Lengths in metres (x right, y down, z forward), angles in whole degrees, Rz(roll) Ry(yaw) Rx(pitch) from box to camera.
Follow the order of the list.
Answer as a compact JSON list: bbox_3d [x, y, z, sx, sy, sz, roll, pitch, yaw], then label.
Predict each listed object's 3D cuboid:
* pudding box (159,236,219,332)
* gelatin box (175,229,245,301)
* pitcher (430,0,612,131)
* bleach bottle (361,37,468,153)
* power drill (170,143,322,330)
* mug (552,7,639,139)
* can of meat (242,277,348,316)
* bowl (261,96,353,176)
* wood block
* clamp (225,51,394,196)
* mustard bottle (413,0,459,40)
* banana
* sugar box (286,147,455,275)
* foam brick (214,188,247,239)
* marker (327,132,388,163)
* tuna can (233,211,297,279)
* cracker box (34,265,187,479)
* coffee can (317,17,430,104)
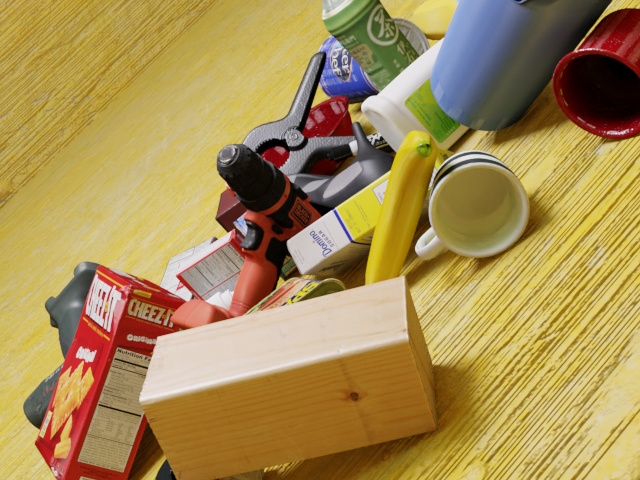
[{"bbox_3d":[-0.162,0.058,1.317,0.090,0.039,0.113,-26,34,38],"label":"pudding box"},{"bbox_3d":[-0.111,0.039,1.237,0.089,0.073,0.030,-33,23,22],"label":"gelatin box"},{"bbox_3d":[0.197,-0.218,1.023,0.243,0.149,0.145,115,150,-60],"label":"pitcher"},{"bbox_3d":[0.166,-0.198,1.177,0.250,0.102,0.068,-46,19,-8],"label":"bleach bottle"},{"bbox_3d":[-0.076,0.016,1.071,0.057,0.184,0.187,16,73,37],"label":"power drill"},{"bbox_3d":[0.273,-0.146,0.928,0.117,0.093,0.081,18,51,31],"label":"mug"},{"bbox_3d":[-0.026,0.079,1.019,0.102,0.057,0.084,-37,15,-19],"label":"can of meat"},{"bbox_3d":[-0.012,-0.115,1.393,0.162,0.055,0.162,-35,22,16],"label":"bowl"},{"bbox_3d":[-0.022,0.109,0.823,0.206,0.091,0.090,-14,28,10],"label":"wood block"},{"bbox_3d":[-0.031,-0.129,1.298,0.210,0.165,0.036,-30,-23,-3],"label":"clamp"},{"bbox_3d":[0.203,-0.288,1.339,0.096,0.058,0.192,-15,11,-24],"label":"mustard bottle"},{"bbox_3d":[0.071,-0.029,0.960,0.069,0.037,0.198,-57,-15,-46],"label":"banana"},{"bbox_3d":[0.058,-0.027,1.056,0.176,0.048,0.093,-31,-13,19],"label":"sugar box"},{"bbox_3d":[-0.100,-0.041,1.407,0.051,0.053,0.078,-35,23,17],"label":"foam brick"},{"bbox_3d":[0.066,-0.117,1.254,0.121,0.020,0.020,-19,22,1],"label":"marker"},{"bbox_3d":[-0.058,0.001,1.201,0.034,0.086,0.086,-41,21,-2],"label":"tuna can"},{"bbox_3d":[-0.225,0.143,1.121,0.164,0.072,0.214,14,85,66],"label":"cracker box"},{"bbox_3d":[0.069,-0.237,1.428,0.102,0.102,0.140,-48,21,-17],"label":"coffee can"}]
